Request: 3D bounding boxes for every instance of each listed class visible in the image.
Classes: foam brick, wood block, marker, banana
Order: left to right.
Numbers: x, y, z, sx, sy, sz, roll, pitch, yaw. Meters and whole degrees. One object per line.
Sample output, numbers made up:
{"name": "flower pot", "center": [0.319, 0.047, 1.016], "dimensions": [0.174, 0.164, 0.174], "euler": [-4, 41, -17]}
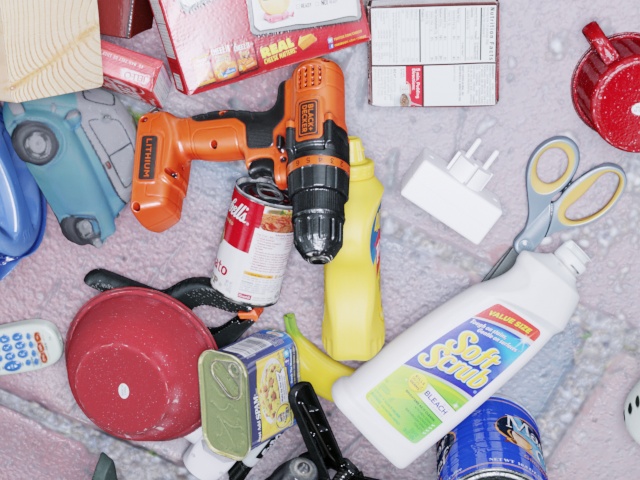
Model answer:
{"name": "wood block", "center": [-0.280, -0.170, 0.866], "dimensions": [0.206, 0.090, 0.090], "euler": [12, 112, 37]}
{"name": "foam brick", "center": [-0.173, -0.204, 0.902], "dimensions": [0.051, 0.078, 0.053], "euler": [11, 108, 2]}
{"name": "marker", "center": [-0.055, 0.198, 1.062], "dimensions": [0.020, 0.020, 0.121], "euler": [36, 109, -7]}
{"name": "banana", "center": [0.049, 0.132, 1.018], "dimensions": [0.198, 0.037, 0.070], "euler": [18, 111, 0]}

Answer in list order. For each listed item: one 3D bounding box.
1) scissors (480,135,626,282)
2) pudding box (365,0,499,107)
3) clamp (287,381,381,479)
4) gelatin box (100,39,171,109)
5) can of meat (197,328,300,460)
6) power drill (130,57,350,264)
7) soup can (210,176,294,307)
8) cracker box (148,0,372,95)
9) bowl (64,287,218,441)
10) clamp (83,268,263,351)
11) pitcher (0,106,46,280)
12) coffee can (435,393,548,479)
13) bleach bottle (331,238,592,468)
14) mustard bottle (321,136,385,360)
{"name": "scissors", "center": [0.179, -0.016, 0.964], "dimensions": [0.202, 0.016, 0.096], "euler": [-36, 101, 16]}
{"name": "pudding box", "center": [0.096, -0.160, 0.911], "dimensions": [0.113, 0.039, 0.090], "euler": [-1, 109, 4]}
{"name": "clamp", "center": [0.013, 0.216, 0.995], "dimensions": [0.164, 0.036, 0.210], "euler": [45, 150, 6]}
{"name": "gelatin box", "center": [-0.170, -0.144, 0.915], "dimensions": [0.073, 0.089, 0.030], "euler": [19, 87, -2]}
{"name": "can of meat", "center": [-0.063, 0.139, 0.988], "dimensions": [0.058, 0.083, 0.102], "euler": [9, 108, 36]}
{"name": "power drill", "center": [-0.064, -0.057, 0.898], "dimensions": [0.188, 0.184, 0.057], "euler": [-8, 153, 17]}
{"name": "soup can", "center": [-0.056, 0.001, 0.967], "dimensions": [0.068, 0.068, 0.102], "euler": [17, 111, 0]}
{"name": "cracker box", "center": [-0.066, -0.242, 0.855], "dimensions": [0.164, 0.072, 0.214], "euler": [-20, 107, -14]}
{"name": "bowl", "center": [-0.175, 0.127, 0.994], "dimensions": [0.162, 0.055, 0.162], "euler": [5, 109, 13]}
{"name": "clamp", "center": [-0.143, 0.068, 1.016], "dimensions": [0.171, 0.039, 0.120], "euler": [-17, 110, 12]}
{"name": "pitcher", "center": [-0.384, -0.037, 0.965], "dimensions": [0.243, 0.149, 0.145], "euler": [-11, 123, 13]}
{"name": "coffee can", "center": [0.157, 0.218, 0.982], "dimensions": [0.103, 0.140, 0.103], "euler": [2, 109, 5]}
{"name": "bleach bottle", "center": [0.133, 0.087, 0.956], "dimensions": [0.251, 0.068, 0.102], "euler": [-43, 95, 7]}
{"name": "mustard bottle", "center": [0.028, 0.003, 0.944], "dimensions": [0.058, 0.096, 0.192], "euler": [0, 109, 6]}
